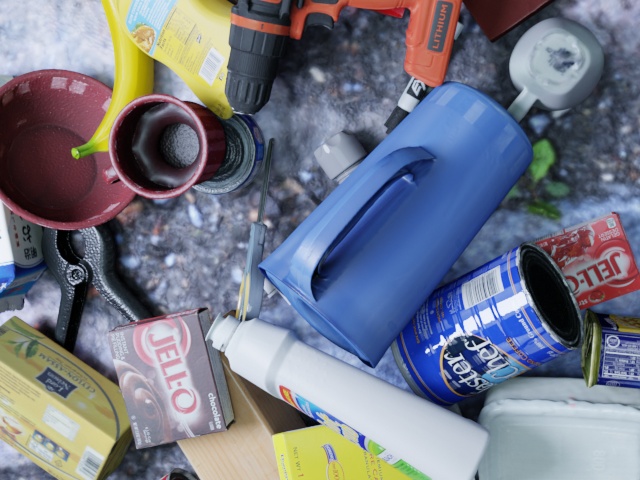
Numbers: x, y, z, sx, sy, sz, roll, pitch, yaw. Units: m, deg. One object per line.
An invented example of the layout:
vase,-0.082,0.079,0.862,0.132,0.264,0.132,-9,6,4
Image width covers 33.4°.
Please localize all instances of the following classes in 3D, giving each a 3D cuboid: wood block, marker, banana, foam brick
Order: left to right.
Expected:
banana,-0.190,-0.167,1.019,0.037,0.069,0.198,-8,73,46
wood block,-0.077,0.183,1.031,0.091,0.090,0.206,-32,90,15
marker,0.094,-0.150,0.986,0.020,0.020,0.121,31,103,6
foam brick,0.169,-0.218,0.945,0.078,0.051,0.053,-32,91,14

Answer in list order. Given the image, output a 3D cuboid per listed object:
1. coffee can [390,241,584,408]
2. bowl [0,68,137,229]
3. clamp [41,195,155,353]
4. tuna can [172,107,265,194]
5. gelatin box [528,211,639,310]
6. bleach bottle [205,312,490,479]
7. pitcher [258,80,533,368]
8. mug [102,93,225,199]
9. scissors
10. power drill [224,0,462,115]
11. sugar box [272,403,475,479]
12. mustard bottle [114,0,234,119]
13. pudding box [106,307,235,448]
coffee can,0.146,0.077,0.945,0.141,0.102,0.103,-30,90,29
bowl,-0.252,-0.081,1.027,0.161,0.055,0.162,8,71,-23
clamp,-0.225,0.035,1.069,0.120,0.039,0.171,-6,100,12
tuna can,-0.098,-0.087,1.028,0.086,0.033,0.086,2,98,12
gelatin box,0.240,0.023,0.972,0.089,0.030,0.073,-20,93,14
bleach bottle,0.017,0.135,0.921,0.251,0.103,0.068,28,73,2
pitcher,0.068,-0.022,0.917,0.145,0.149,0.243,43,83,-19
mug,-0.145,-0.082,0.978,0.117,0.081,0.093,-29,91,14
scissors,-0.056,0.001,0.986,0.016,0.096,0.202,10,90,-11
power drill,0.018,-0.184,0.901,0.187,0.057,0.184,10,107,-10
sugar box,0.051,0.206,0.977,0.176,0.048,0.093,-9,81,-17
mustard bottle,-0.131,-0.205,0.977,0.191,0.058,0.096,40,131,6
pudding box,-0.134,0.124,0.968,0.090,0.039,0.113,-14,94,14
